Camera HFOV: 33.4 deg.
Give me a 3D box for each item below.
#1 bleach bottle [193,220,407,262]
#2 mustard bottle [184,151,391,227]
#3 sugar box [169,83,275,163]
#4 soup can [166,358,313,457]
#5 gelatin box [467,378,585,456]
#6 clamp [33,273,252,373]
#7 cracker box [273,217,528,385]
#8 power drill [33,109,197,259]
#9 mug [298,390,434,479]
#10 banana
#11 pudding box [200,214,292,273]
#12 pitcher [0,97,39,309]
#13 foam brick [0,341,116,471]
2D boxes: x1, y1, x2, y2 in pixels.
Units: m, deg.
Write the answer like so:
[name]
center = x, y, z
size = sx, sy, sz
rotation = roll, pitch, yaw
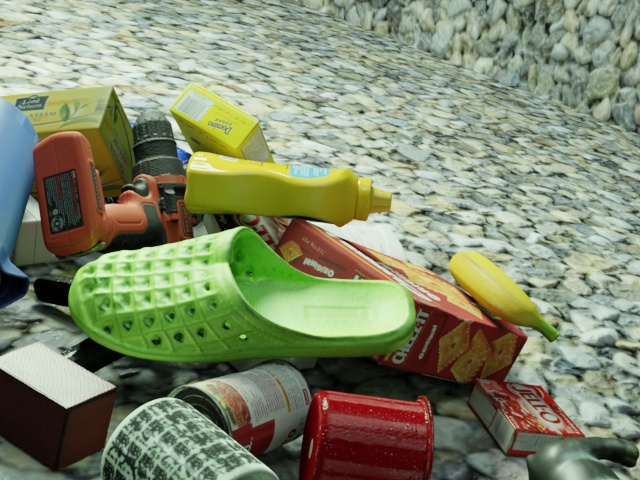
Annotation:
[bleach bottle]
center = -0.038, 0.012, 1.141
size = 0.250, 0.068, 0.102
rotation = 8, 23, -18
[mustard bottle]
center = -0.028, -0.046, 1.009
size = 0.191, 0.058, 0.096
rotation = 5, 6, 0
[sugar box]
center = -0.096, -0.091, 1.151
size = 0.093, 0.048, 0.176
rotation = 32, -17, 21
[soup can]
center = -0.060, 0.130, 0.795
size = 0.069, 0.068, 0.102
rotation = 28, 22, 30
[gelatin box]
center = 0.185, 0.160, 0.967
size = 0.073, 0.030, 0.089
rotation = 9, 21, -21
[clamp]
center = -0.139, 0.065, 0.886
size = 0.210, 0.036, 0.164
rotation = -6, 27, -6
[cracker box]
center = 0.074, 0.062, 1.003
size = 0.164, 0.072, 0.213
rotation = 34, 8, 39
[power drill]
center = -0.181, -0.046, 0.981
size = 0.057, 0.184, 0.187
rotation = -17, -13, 24
[mug]
center = 0.029, 0.156, 0.787
size = 0.081, 0.093, 0.117
rotation = 9, -10, -8
[banana]
center = 0.161, 0.045, 1.041
size = 0.069, 0.037, 0.198
rotation = 51, 0, -24
[pudding box]
center = -0.057, 0.001, 1.060
size = 0.089, 0.039, 0.113
rotation = -11, 55, -28
[pitcher]
center = -0.318, -0.035, 0.885
size = 0.145, 0.149, 0.243
rotation = -26, 27, 11
[foam brick]
center = -0.193, 0.116, 0.752
size = 0.078, 0.051, 0.052
rotation = 26, 22, 25
